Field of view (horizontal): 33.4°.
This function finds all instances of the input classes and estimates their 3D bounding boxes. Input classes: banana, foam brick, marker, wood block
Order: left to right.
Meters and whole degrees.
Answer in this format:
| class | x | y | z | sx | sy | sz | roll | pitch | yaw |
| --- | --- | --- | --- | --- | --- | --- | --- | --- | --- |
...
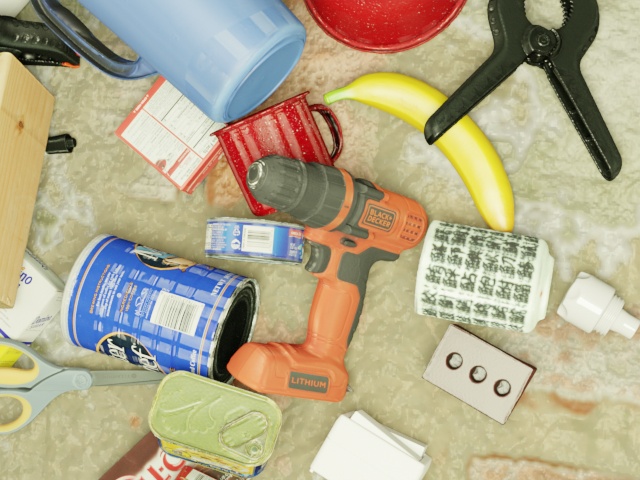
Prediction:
| class | x | y | z | sx | sy | sz | roll | pitch | yaw |
| --- | --- | --- | --- | --- | --- | --- | --- | --- | --- |
| wood block | -0.309 | -0.051 | 0.937 | 0.090 | 0.090 | 0.206 | 1 | 70 | 15 |
| marker | -0.287 | -0.084 | 1.006 | 0.121 | 0.020 | 0.020 | -7 | 83 | 12 |
| banana | 0.099 | -0.087 | 0.911 | 0.198 | 0.037 | 0.069 | 38 | 91 | 11 |
| foam brick | 0.131 | 0.109 | 0.877 | 0.078 | 0.051 | 0.053 | 28 | 91 | 13 |

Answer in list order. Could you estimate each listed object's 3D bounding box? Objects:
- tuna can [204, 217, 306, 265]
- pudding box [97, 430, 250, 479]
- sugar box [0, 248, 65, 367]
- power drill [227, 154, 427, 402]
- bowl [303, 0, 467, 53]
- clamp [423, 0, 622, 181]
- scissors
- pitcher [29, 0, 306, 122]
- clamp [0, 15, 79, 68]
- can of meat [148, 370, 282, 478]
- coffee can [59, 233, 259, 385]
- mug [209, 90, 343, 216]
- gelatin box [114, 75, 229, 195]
| class | x | y | z | sx | sy | sz | roll | pitch | yaw |
| --- | --- | --- | --- | --- | --- | --- | --- | --- | --- |
| tuna can | -0.056 | 0.001 | 0.912 | 0.086 | 0.086 | 0.034 | 4 | 87 | 13 |
| pudding box | -0.128 | 0.210 | 0.932 | 0.113 | 0.039 | 0.090 | -43 | 77 | 5 |
| sugar box | -0.320 | 0.083 | 0.985 | 0.093 | 0.048 | 0.176 | 42 | 91 | 13 |
| power drill | -0.008 | 0.032 | 0.864 | 0.057 | 0.184 | 0.188 | 29 | 100 | 50 |
| bowl | 0.053 | -0.248 | 0.928 | 0.162 | 0.055 | 0.162 | -1 | 84 | 12 |
| clamp | 0.190 | -0.154 | 0.890 | 0.164 | 0.036 | 0.210 | 18 | 79 | -1 |
| scissors | -0.224 | 0.140 | 0.954 | 0.201 | 0.016 | 0.096 | 15 | 99 | -5 |
| pitcher | -0.135 | -0.206 | 0.882 | 0.145 | 0.149 | 0.243 | -43 | 82 | -16 |
| clamp | -0.279 | -0.181 | 0.938 | 0.120 | 0.171 | 0.039 | 4 | 93 | 50 |
| can of meat | -0.085 | 0.154 | 0.869 | 0.102 | 0.084 | 0.057 | 17 | 67 | 2 |
| coffee can | -0.136 | 0.061 | 0.916 | 0.140 | 0.102 | 0.103 | 16 | 88 | 13 |
| mug | -0.028 | -0.077 | 0.915 | 0.093 | 0.117 | 0.081 | -12 | 104 | 54 |
| gelatin box | -0.129 | -0.096 | 0.967 | 0.089 | 0.030 | 0.073 | 40 | 92 | 13 |
